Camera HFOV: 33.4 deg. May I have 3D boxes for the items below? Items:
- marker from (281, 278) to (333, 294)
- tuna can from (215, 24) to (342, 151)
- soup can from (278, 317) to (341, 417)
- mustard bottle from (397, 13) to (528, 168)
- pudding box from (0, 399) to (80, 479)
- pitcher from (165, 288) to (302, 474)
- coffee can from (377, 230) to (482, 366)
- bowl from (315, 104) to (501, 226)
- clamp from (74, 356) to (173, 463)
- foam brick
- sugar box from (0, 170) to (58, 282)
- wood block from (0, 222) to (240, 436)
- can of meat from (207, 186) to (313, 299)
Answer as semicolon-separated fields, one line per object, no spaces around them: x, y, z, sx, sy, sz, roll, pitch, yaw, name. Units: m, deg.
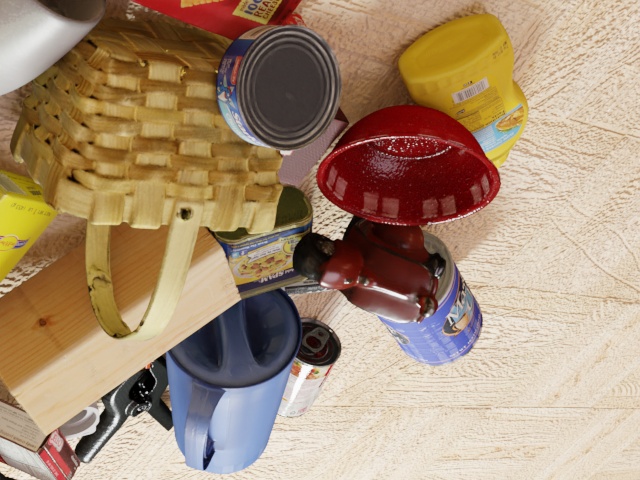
-0.003;0.046;1.132;0.120;0.020;0.020;-4;139;-31;marker
-0.029;-0.106;0.739;0.085;0.034;0.086;-9;105;-35;tuna can
-0.024;0.145;1.204;0.068;0.068;0.102;-5;140;-29;soup can
0.140;-0.120;0.978;0.096;0.058;0.191;-27;146;6;mustard bottle
-0.300;0.193;1.048;0.090;0.114;0.039;82;30;-53;pudding box
-0.100;0.156;1.102;0.149;0.145;0.243;-22;150;-22;pitcher
0.111;0.065;1.160;0.103;0.103;0.140;-31;146;5;coffee can
0.078;-0.073;0.945;0.162;0.055;0.162;4;154;2;bowl
-0.193;0.169;1.149;0.120;0.039;0.172;-17;146;-44;clamp
-0.025;-0.094;0.906;0.052;0.051;0.078;14;128;-43;foam brick
-0.287;0.024;0.827;0.176;0.048;0.093;-52;166;5;sugar box
-0.184;0.059;0.923;0.206;0.091;0.090;-35;147;-14;wood block
-0.057;0.001;1.005;0.102;0.057;0.084;-16;142;-17;can of meat
